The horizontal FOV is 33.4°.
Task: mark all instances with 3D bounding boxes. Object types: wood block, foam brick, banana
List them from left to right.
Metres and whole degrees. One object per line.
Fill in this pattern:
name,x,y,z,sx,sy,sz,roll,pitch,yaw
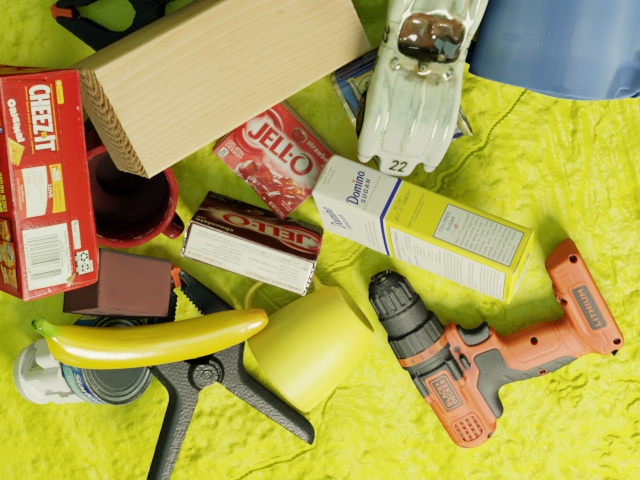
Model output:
foam brick,-0.175,0.039,0.921,0.053,0.078,0.051,-10,75,41
banana,-0.145,0.085,0.910,0.197,0.070,0.037,-3,70,-19
wood block,-0.079,-0.140,0.826,0.205,0.090,0.091,-33,111,-18

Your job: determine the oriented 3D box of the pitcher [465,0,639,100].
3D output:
pitcher,0.190,-0.233,0.817,0.149,0.145,0.243,6,104,-11

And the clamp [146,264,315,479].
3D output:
clamp,-0.096,0.122,0.976,0.164,0.036,0.210,-12,97,-17

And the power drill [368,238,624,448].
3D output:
power drill,0.156,0.074,0.945,0.188,0.057,0.184,-29,103,14

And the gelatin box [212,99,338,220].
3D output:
gelatin box,-0.037,-0.074,0.925,0.073,0.030,0.089,-42,100,14

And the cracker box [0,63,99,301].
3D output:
cracker box,-0.259,-0.055,0.848,0.071,0.214,0.164,-14,107,-37

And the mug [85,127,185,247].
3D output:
mug,-0.162,-0.045,0.911,0.117,0.081,0.093,38,101,-24

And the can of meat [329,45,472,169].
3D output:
can of meat,0.067,-0.116,0.891,0.084,0.057,0.102,-27,104,13

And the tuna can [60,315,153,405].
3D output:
tuna can,-0.191,0.105,0.962,0.034,0.086,0.086,-5,110,40

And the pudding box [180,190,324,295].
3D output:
pudding box,-0.056,0.001,0.918,0.113,0.090,0.039,16,108,-1

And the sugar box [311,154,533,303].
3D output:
sugar box,0.084,-0.009,0.878,0.176,0.093,0.048,25,75,15

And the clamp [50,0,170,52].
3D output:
clamp,-0.136,-0.179,0.894,0.171,0.039,0.120,-6,96,5
